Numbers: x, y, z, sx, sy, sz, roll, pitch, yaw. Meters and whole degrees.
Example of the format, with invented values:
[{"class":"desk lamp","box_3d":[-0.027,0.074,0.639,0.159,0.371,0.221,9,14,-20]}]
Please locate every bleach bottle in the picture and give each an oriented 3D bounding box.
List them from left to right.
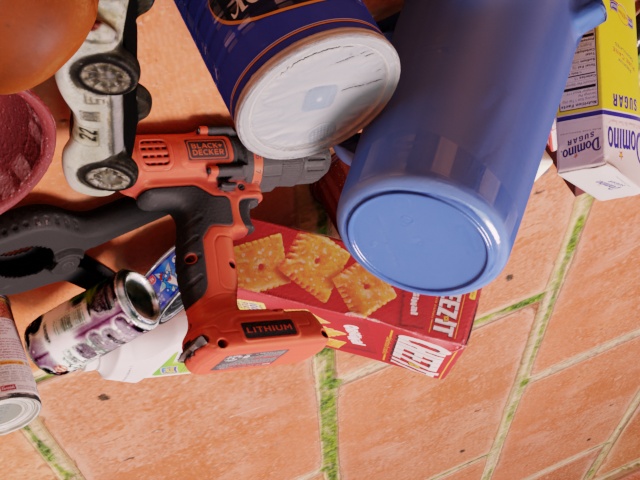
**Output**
[{"class":"bleach bottle","box_3d":[-0.116,0.089,1.034,0.250,0.068,0.103,-7,146,-30]}]

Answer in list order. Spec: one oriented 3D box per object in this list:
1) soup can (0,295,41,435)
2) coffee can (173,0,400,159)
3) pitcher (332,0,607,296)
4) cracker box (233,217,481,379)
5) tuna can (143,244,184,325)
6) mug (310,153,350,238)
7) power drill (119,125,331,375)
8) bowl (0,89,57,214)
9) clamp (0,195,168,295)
[{"class":"soup can","box_3d":[-0.274,0.102,0.874,0.068,0.102,0.068,-20,152,-12]},{"class":"coffee can","box_3d":[-0.028,-0.135,0.643,0.102,0.140,0.103,-21,152,-12]},{"class":"pitcher","box_3d":[0.084,-0.084,0.713,0.145,0.242,0.149,29,142,-8]},{"class":"cracker box","box_3d":[0.021,0.054,0.927,0.214,0.072,0.164,15,165,5]},{"class":"tuna can","box_3d":[-0.122,0.033,0.924,0.086,0.034,0.086,-44,174,-6]},{"class":"mug","box_3d":[0.057,-0.038,0.945,0.117,0.081,0.093,-41,149,25]},{"class":"power drill","box_3d":[-0.055,0.001,0.805,0.184,0.188,0.057,-5,157,-29]},{"class":"bowl","box_3d":[-0.249,-0.067,0.658,0.162,0.055,0.162,-21,152,-12]},{"class":"clamp","box_3d":[-0.196,-0.001,0.838,0.209,0.036,0.165,1,141,-47]}]
